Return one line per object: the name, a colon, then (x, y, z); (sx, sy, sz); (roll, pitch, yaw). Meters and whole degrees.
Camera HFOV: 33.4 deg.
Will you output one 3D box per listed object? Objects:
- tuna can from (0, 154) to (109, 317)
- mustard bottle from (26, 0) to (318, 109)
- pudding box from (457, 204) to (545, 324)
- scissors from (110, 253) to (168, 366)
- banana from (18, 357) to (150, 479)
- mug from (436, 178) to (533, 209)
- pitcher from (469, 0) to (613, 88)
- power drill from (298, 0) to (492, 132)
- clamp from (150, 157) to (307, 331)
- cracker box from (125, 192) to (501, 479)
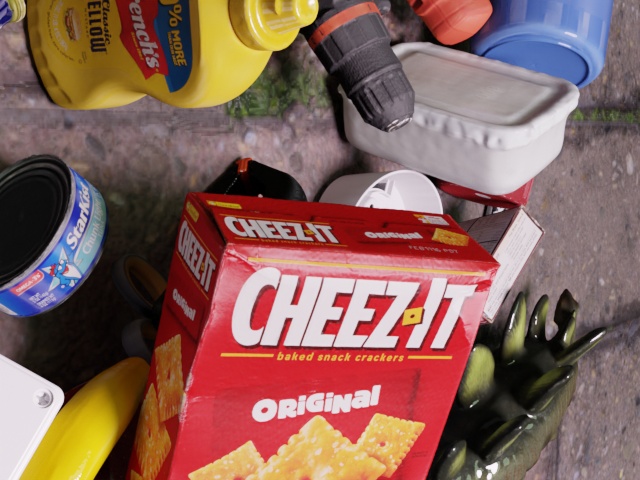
tuna can: (-0.156, -0.002, 0.575); (0.033, 0.086, 0.086); (44, 61, -45)
mustard bottle: (-0.079, -0.119, 0.570); (0.058, 0.192, 0.096); (-12, 104, -49)
pudding box: (0.129, 0.026, 0.912); (0.039, 0.090, 0.113); (47, 57, -20)
scissors: (-0.083, 0.058, 0.715); (0.096, 0.016, 0.201); (64, 13, 13)
banana: (-0.144, 0.148, 0.562); (0.069, 0.037, 0.197); (58, 50, -69)
mug: (0.149, -0.075, 0.942); (0.117, 0.093, 0.081); (62, 44, -84)
pitcher: (0.191, -0.246, 0.905); (0.149, 0.145, 0.243); (28, 63, -42)
power drill: (0.050, -0.173, 0.776); (0.187, 0.057, 0.184); (-22, 82, -51)
clamp: (-0.054, 0.001, 0.683); (0.120, 0.171, 0.039); (-15, 118, -5)
cracker box: (-0.011, 0.089, 0.591); (0.164, 0.072, 0.214); (4, 115, -28)
